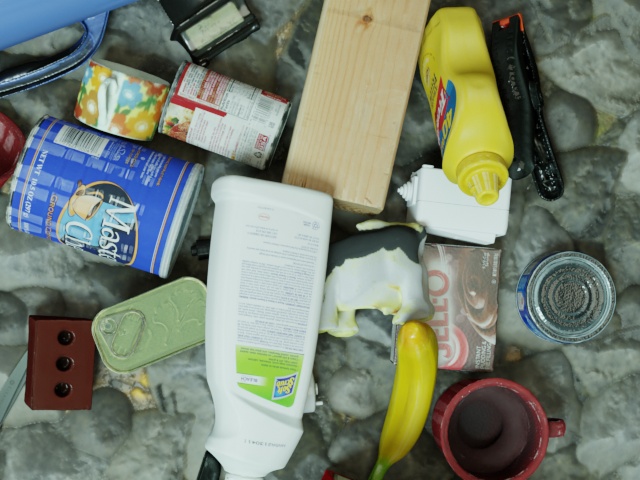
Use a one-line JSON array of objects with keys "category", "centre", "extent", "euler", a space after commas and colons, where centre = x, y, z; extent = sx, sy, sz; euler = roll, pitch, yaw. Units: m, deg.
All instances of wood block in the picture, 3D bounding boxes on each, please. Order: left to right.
[{"category": "wood block", "centre": [0.030, -0.132, 0.938], "extent": [0.091, 0.090, 0.206], "euler": [14, 86, -3]}]

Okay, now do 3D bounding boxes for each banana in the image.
[{"category": "banana", "centre": [0.077, 0.128, 0.910], "extent": [0.037, 0.069, 0.198], "euler": [15, 130, 11]}]

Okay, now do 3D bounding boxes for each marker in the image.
[{"category": "marker", "centre": [-0.056, 0.001, 0.960], "extent": [0.121, 0.020, 0.020], "euler": [-8, 88, -5]}]

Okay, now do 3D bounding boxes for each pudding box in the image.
[{"category": "pudding box", "centre": [0.112, 0.060, 0.959], "extent": [0.090, 0.039, 0.113], "euler": [4, 86, -3]}]

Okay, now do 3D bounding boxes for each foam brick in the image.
[{"category": "foam brick", "centre": [-0.224, 0.104, 0.919], "extent": [0.052, 0.051, 0.078], "euler": [3, 87, -22]}]

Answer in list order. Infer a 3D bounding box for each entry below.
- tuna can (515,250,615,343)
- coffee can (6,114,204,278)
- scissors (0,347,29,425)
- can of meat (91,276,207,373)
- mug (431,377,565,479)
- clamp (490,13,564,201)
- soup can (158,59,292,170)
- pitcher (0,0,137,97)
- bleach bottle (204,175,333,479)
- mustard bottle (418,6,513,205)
[{"category": "tuna can", "centre": [0.223, 0.052, 0.971], "extent": [0.086, 0.034, 0.086], "euler": [0, 87, -5]}, {"category": "coffee can", "centre": [-0.181, -0.037, 0.910], "extent": [0.140, 0.103, 0.103], "euler": [18, 86, -3]}, {"category": "scissors", "centre": [-0.282, 0.185, 0.933], "extent": [0.096, 0.016, 0.201], "euler": [45, 85, 1]}, {"category": "can of meat", "centre": [-0.139, 0.072, 0.917], "extent": [0.102, 0.084, 0.057], "euler": [-22, 89, -5]}, {"category": "mug", "centre": [0.155, 0.164, 0.936], "extent": [0.117, 0.081, 0.093], "euler": [-4, 87, -5]}, {"category": "clamp", "centre": [0.176, -0.120, 0.943], "extent": [0.039, 0.120, 0.171], "euler": [-16, 84, 19]}, {"category": "soup can", "centre": [-0.083, -0.109, 0.939], "extent": [0.102, 0.068, 0.068], "euler": [20, 86, -4]}, {"category": "pitcher", "centre": [-0.237, -0.224, 0.892], "extent": [0.243, 0.149, 0.145], "euler": [-16, 79, 3]}, {"category": "bleach bottle", "centre": [-0.054, 0.080, 0.857], "extent": [0.102, 0.068, 0.251], "euler": [10, 82, -15]}, {"category": "mustard bottle", "centre": [0.124, -0.103, 0.896], "extent": [0.058, 0.096, 0.191], "euler": [-1, 48, -6]}]
